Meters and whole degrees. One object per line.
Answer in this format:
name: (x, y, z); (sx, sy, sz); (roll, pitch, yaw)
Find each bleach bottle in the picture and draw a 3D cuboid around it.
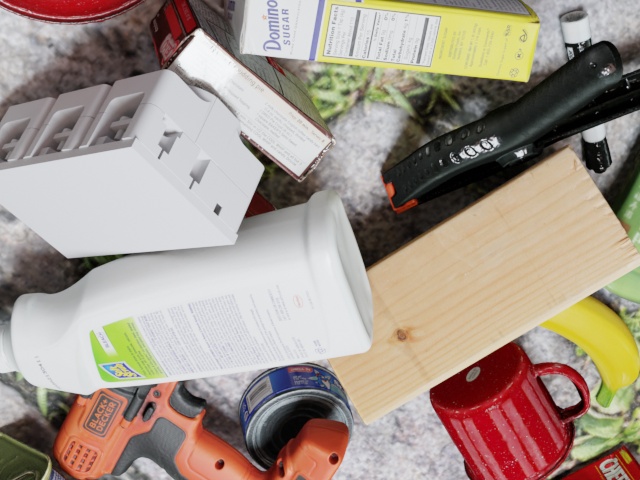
bleach bottle: (-0.099, 0.042, 0.662); (0.251, 0.068, 0.102); (-11, 127, 13)

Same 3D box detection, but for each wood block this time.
wood block: (0.102, 0.030, 0.724); (0.206, 0.090, 0.091); (-32, 82, 10)

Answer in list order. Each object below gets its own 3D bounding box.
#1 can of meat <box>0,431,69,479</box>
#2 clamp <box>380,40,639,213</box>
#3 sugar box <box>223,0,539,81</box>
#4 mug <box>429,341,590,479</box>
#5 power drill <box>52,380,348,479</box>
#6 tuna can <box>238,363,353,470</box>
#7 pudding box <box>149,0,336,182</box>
can of meat: (-0.206, 0.192, 0.767); (0.057, 0.102, 0.084); (-53, 126, -24)
clamp: (0.134, -0.071, 0.695); (0.210, 0.036, 0.164); (-28, 168, 39)
sugar box: (0.033, -0.135, 0.642); (0.176, 0.093, 0.048); (1, 117, -12)
mug: (0.145, 0.126, 0.808); (0.117, 0.093, 0.081); (-21, 118, 23)
power drill: (-0.077, 0.123, 0.755); (0.187, 0.057, 0.185); (29, 112, -3)
tuna can: (-0.018, 0.138, 0.815); (0.086, 0.034, 0.086); (-5, 119, -9)
pudding box: (-0.049, -0.096, 0.648); (0.113, 0.090, 0.039); (35, 105, -27)
